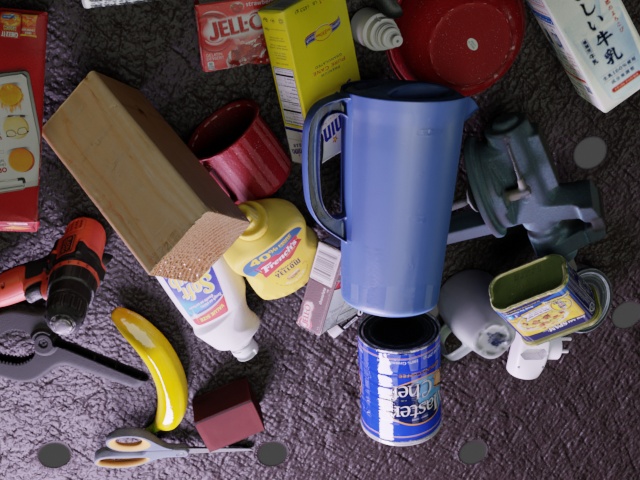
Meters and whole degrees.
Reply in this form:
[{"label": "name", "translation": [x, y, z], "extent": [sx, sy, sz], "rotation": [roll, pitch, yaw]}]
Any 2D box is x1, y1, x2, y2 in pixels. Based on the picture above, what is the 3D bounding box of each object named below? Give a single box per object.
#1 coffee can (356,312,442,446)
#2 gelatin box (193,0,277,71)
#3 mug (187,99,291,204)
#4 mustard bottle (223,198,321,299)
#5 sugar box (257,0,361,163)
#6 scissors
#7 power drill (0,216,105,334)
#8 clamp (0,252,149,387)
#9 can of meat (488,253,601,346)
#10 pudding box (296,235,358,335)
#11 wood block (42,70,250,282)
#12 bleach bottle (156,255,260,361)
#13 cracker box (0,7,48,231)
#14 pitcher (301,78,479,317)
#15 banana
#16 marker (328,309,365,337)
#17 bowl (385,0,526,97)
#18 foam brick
[{"label": "coffee can", "translation": [0.098, 0.167, 1.318], "extent": [0.102, 0.103, 0.140], "rotation": [-8, 118, -8]}, {"label": "gelatin box", "translation": [-0.085, -0.221, 1.121], "extent": [0.089, 0.030, 0.073], "rotation": [-9, 118, -7]}, {"label": "mug", "translation": [-0.090, -0.083, 1.150], "extent": [0.081, 0.093, 0.117], "rotation": [52, 59, -33]}, {"label": "mustard bottle", "translation": [-0.057, 0.002, 1.169], "extent": [0.096, 0.058, 0.191], "rotation": [-36, 156, 0]}, {"label": "sugar box", "translation": [-0.003, -0.177, 1.130], "extent": [0.093, 0.048, 0.176], "rotation": [-35, 124, -33]}, {"label": "scissors", "translation": [-0.184, 0.255, 1.341], "extent": [0.201, 0.016, 0.096], "rotation": [-6, 144, -8]}, {"label": "power drill", "translation": [-0.319, 0.064, 1.146], "extent": [0.188, 0.184, 0.057], "rotation": [-22, 119, 11]}, {"label": "clamp", "translation": [-0.308, 0.120, 1.235], "extent": [0.210, 0.036, 0.164], "rotation": [-19, 103, 5]}, {"label": "can of meat", "translation": [0.255, 0.067, 1.220], "extent": [0.102, 0.057, 0.083], "rotation": [-25, 135, 27]}, {"label": "pudding box", "translation": [0.021, 0.046, 1.249], "extent": [0.039, 0.089, 0.114], "rotation": [28, 117, 22]}, {"label": "wood block", "translation": [-0.178, -0.064, 1.079], "extent": [0.090, 0.206, 0.090], "rotation": [-46, 157, 13]}, {"label": "bleach bottle", "translation": [-0.131, 0.039, 1.223], "extent": [0.103, 0.068, 0.250], "rotation": [-17, 122, 18]}, {"label": "cracker box", "translation": [-0.353, -0.119, 1.039], "extent": [0.164, 0.072, 0.214], "rotation": [2, 81, -13]}, {"label": "pitcher", "translation": [0.071, -0.047, 1.131], "extent": [0.149, 0.144, 0.243], "rotation": [11, 109, 25]}, {"label": "banana", "translation": [-0.200, 0.162, 1.293], "extent": [0.069, 0.037, 0.198], "rotation": [-11, 119, -6]}, {"label": "marker", "translation": [0.058, 0.076, 1.310], "extent": [0.121, 0.020, 0.020], "rotation": [-40, 118, 10]}, {"label": "bowl", "translation": [0.154, -0.220, 1.156], "extent": [0.162, 0.055, 0.162], "rotation": [-5, 118, -10]}, {"label": "foam brick", "translation": [-0.115, 0.216, 1.330], "extent": [0.078, 0.053, 0.051], "rotation": [-23, 119, 2]}]
